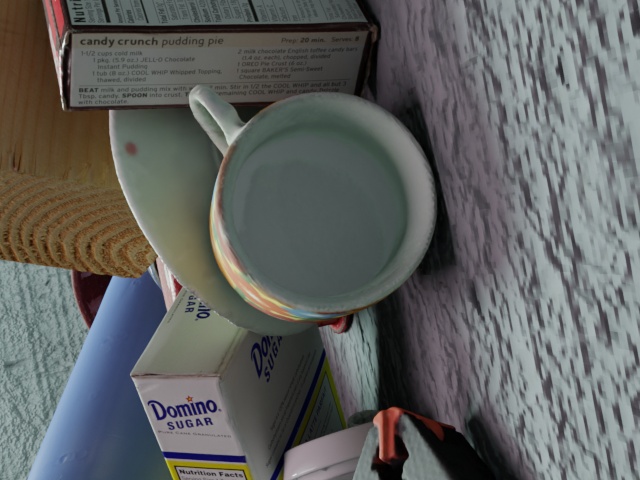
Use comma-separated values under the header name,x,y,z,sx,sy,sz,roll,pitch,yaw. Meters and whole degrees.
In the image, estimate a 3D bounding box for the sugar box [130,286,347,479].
name,x,y,z,sx,sy,sz,roll,pitch,yaw
sugar box,-0.023,0.095,0.468,0.093,0.048,0.176,-64,-37,-52

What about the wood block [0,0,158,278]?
name,x,y,z,sx,sy,sz,roll,pitch,yaw
wood block,-0.107,-0.098,0.478,0.090,0.090,0.206,137,138,-57

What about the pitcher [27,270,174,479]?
name,x,y,z,sx,sy,sz,roll,pitch,yaw
pitcher,-0.087,0.102,0.648,0.242,0.149,0.145,-83,14,-49

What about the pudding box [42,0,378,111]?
name,x,y,z,sx,sy,sz,roll,pitch,yaw
pudding box,-0.046,-0.089,0.399,0.039,0.113,0.090,102,156,-44
